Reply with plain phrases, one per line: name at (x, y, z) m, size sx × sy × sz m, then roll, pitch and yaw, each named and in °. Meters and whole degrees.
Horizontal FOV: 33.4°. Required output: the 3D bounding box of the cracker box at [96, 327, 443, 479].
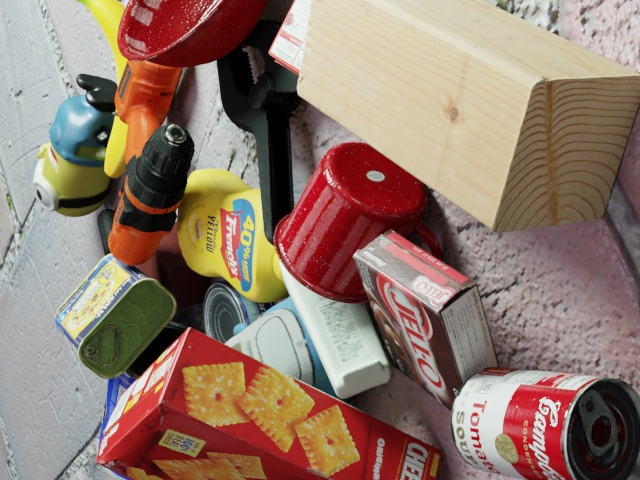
cracker box at (-0.044, 0.164, 0.800) m, size 0.164 × 0.213 × 0.072 m, roll -43°, pitch 23°, yaw 53°

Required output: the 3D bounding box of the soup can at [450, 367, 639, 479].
soup can at (0.135, 0.112, 0.640) m, size 0.102 × 0.068 × 0.068 m, roll -4°, pitch 95°, yaw 58°

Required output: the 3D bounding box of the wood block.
wood block at (0.081, -0.094, 0.653) m, size 0.206 × 0.090 × 0.091 m, roll 41°, pitch 129°, yaw 45°

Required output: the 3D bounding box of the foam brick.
foam brick at (-0.148, 0.024, 1.068) m, size 0.078 × 0.051 × 0.053 m, roll 49°, pitch 134°, yaw 39°

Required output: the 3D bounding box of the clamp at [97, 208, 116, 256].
clamp at (-0.220, 0.042, 1.174) m, size 0.172 × 0.039 × 0.120 m, roll -135°, pitch 36°, yaw -66°

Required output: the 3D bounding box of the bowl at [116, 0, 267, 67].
bowl at (-0.094, -0.199, 0.887) m, size 0.162 × 0.055 × 0.162 m, roll -27°, pitch 42°, yaw 28°

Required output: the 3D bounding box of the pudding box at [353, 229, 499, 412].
pudding box at (0.074, 0.058, 0.708) m, size 0.090 × 0.039 × 0.113 m, roll 36°, pitch 156°, yaw 49°

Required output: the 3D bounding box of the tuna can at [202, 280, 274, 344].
tuna can at (-0.075, 0.077, 0.984) m, size 0.086 × 0.033 × 0.086 m, roll 20°, pitch 114°, yaw 54°

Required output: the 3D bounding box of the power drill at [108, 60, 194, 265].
power drill at (-0.156, -0.095, 0.987) m, size 0.185 × 0.057 × 0.187 m, roll 125°, pitch 149°, yaw -49°

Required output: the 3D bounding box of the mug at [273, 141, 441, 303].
mug at (0.034, -0.009, 0.760) m, size 0.117 × 0.093 × 0.082 m, roll 36°, pitch 128°, yaw 8°

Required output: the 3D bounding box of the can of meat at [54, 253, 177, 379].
can of meat at (-0.199, 0.069, 1.021) m, size 0.057 × 0.102 × 0.084 m, roll 47°, pitch 171°, yaw -37°

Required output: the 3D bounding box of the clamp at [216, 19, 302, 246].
clamp at (-0.028, -0.121, 0.854) m, size 0.165 × 0.036 × 0.210 m, roll -52°, pitch 48°, yaw 30°

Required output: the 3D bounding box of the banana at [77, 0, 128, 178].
banana at (-0.205, -0.165, 1.102) m, size 0.070 × 0.037 × 0.198 m, roll -6°, pitch 101°, yaw 14°

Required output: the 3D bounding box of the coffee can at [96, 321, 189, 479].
coffee can at (-0.169, 0.167, 1.087) m, size 0.103 × 0.102 × 0.140 m, roll 47°, pitch 134°, yaw 41°

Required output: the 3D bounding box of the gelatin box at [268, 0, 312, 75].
gelatin box at (0.009, -0.157, 0.777) m, size 0.073 × 0.030 × 0.089 m, roll 40°, pitch 106°, yaw 46°

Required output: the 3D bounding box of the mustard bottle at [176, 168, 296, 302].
mustard bottle at (-0.056, 0.001, 0.916) m, size 0.192 × 0.058 × 0.096 m, roll 23°, pitch 111°, yaw 52°
